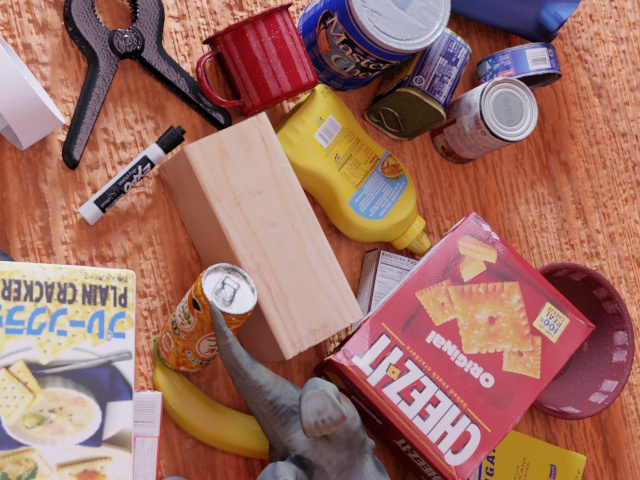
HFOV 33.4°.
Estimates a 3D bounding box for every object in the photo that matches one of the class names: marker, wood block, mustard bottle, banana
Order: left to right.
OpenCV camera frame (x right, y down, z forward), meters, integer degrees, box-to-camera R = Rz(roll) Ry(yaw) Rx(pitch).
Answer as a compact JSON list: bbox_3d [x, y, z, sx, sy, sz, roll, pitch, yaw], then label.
[{"bbox_3d":[-0.169,-0.061,0.966,0.121,0.020,0.020,-43,100,-7],"label":"marker"},{"bbox_3d":[-0.077,0.161,0.977,0.197,0.037,0.069,30,72,-16],"label":"banana"},{"bbox_3d":[-0.056,0.001,0.981,0.090,0.091,0.206,-27,93,-25],"label":"wood block"},{"bbox_3d":[0.037,-0.056,1.044,0.191,0.058,0.096,44,56,-11],"label":"mustard bottle"}]

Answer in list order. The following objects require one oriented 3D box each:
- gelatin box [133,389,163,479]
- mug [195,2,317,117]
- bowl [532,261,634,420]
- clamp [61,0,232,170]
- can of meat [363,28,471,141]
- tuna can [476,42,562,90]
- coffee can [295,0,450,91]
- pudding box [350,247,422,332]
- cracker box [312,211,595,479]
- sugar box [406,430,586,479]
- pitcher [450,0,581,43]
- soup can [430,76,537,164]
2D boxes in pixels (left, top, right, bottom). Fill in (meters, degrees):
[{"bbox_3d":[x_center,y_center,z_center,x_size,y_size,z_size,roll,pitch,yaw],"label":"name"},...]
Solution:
[{"bbox_3d":[-0.160,0.174,0.921,0.030,0.073,0.089,6,81,-21],"label":"gelatin box"},{"bbox_3d":[-0.063,-0.163,1.003,0.117,0.093,0.081,-28,98,-30],"label":"mug"},{"bbox_3d":[0.244,0.105,1.108,0.161,0.055,0.162,3,81,-22],"label":"bowl"},{"bbox_3d":[-0.172,-0.177,0.988,0.164,0.036,0.210,-9,90,-25],"label":"clamp"},{"bbox_3d":[0.098,-0.156,1.063,0.057,0.102,0.084,32,69,-16],"label":"can of meat"},{"bbox_3d":[0.207,-0.178,1.119,0.086,0.086,0.034,-9,84,-24],"label":"tuna can"},{"bbox_3d":[0.047,-0.211,1.027,0.102,0.140,0.103,3,81,-22],"label":"coffee can"},{"bbox_3d":[0.080,0.072,1.056,0.090,0.039,0.113,15,74,-18],"label":"pudding box"},{"bbox_3d":[0.127,0.101,0.994,0.164,0.072,0.213,45,67,3],"label":"cracker box"},{"bbox_3d":[0.175,0.231,1.056,0.176,0.048,0.093,22,79,-26],"label":"sugar box"},{"bbox_3d":[0.145,-0.302,1.099,0.242,0.149,0.145,13,94,-17],"label":"pitcher"},{"bbox_3d":[0.165,-0.121,1.084,0.068,0.102,0.068,4,80,-22],"label":"soup can"}]
